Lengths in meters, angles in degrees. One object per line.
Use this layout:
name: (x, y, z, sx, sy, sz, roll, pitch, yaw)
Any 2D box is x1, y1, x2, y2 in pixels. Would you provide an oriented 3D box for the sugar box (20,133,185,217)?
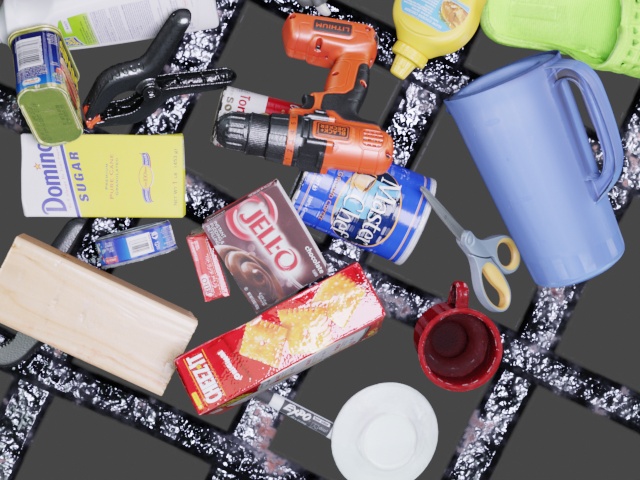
sugar box: (-0.238, -0.072, 1.176, 0.176, 0.048, 0.093, -1, 96, -5)

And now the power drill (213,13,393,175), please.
power drill: (-0.012, -0.154, 1.124, 0.184, 0.057, 0.187, 10, 55, -6)

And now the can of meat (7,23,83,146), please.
can of meat: (-0.286, -0.161, 1.120, 0.057, 0.102, 0.084, -13, 59, -3)

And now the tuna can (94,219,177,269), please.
tuna can: (-0.202, 0.004, 1.167, 0.086, 0.086, 0.034, -15, 95, -2)

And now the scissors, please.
scissors: (0.172, -0.008, 1.176, 0.096, 0.016, 0.201, -51, 125, -33)

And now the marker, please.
marker: (-0.029, 0.198, 1.232, 0.121, 0.020, 0.020, 29, 94, -6)

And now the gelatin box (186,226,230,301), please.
gelatin box: (-0.122, 0.024, 1.172, 0.030, 0.089, 0.073, -16, 97, -1)

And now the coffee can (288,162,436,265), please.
coffee can: (0.042, -0.046, 1.168, 0.140, 0.103, 0.103, 23, 94, -6)

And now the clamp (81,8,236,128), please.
clamp: (-0.185, -0.179, 1.145, 0.171, 0.039, 0.120, -25, 138, 0)

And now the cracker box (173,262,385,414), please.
cracker box: (-0.040, 0.108, 1.142, 0.213, 0.164, 0.072, -27, 81, -3)

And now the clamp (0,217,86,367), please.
clamp: (-0.326, 0.073, 1.191, 0.210, 0.036, 0.164, -15, 95, -6)

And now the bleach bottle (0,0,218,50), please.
bleach bottle: (-0.239, -0.250, 1.130, 0.251, 0.102, 0.068, -11, 62, -2)

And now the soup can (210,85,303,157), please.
soup can: (-0.064, -0.126, 1.170, 0.102, 0.068, 0.068, 14, 95, -4)

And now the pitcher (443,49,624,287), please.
pitcher: (0.247, -0.077, 1.158, 0.145, 0.149, 0.243, -25, 101, 3)

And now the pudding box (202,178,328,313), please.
pudding box: (-0.056, 0.005, 1.115, 0.090, 0.039, 0.113, -30, 102, 9)

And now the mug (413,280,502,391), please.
mug: (0.150, 0.103, 1.201, 0.093, 0.081, 0.117, 2, 96, -4)

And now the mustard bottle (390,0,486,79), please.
mustard bottle: (0.135, -0.262, 1.165, 0.096, 0.058, 0.191, 34, 94, 22)

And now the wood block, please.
wood block: (-0.245, 0.077, 1.141, 0.206, 0.091, 0.090, 27, 87, -11)
